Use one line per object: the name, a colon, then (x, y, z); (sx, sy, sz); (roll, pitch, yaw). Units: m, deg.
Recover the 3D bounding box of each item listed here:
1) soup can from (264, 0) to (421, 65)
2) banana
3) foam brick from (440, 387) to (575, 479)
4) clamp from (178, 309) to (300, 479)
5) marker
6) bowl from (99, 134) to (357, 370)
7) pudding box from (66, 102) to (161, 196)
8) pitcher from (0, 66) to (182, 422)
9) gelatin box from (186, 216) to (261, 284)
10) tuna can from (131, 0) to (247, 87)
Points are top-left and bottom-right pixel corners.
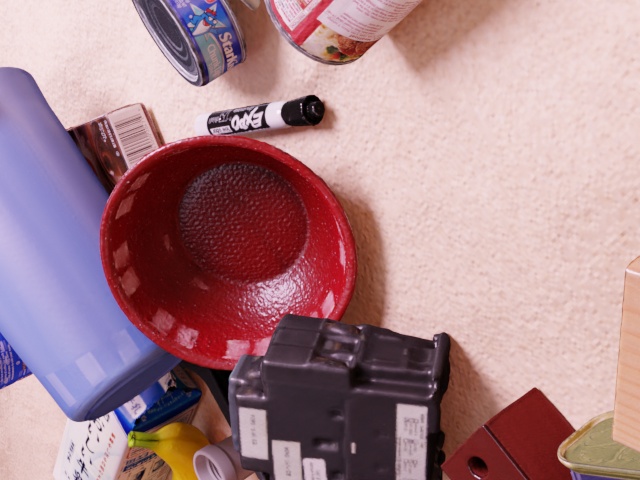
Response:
soup can: (0.025, -0.141, 0.530); (0.102, 0.068, 0.068); (-35, 83, 52)
banana: (-0.121, 0.205, 0.899); (0.198, 0.069, 0.037); (94, 169, -47)
foam brick: (0.116, 0.132, 0.589); (0.078, 0.051, 0.053); (51, 140, 17)
clamp: (-0.083, 0.081, 0.806); (0.210, 0.036, 0.165); (32, 131, 38)
marker: (-0.040, -0.078, 0.681); (0.121, 0.020, 0.020); (-1, 109, 50)
bowl: (-0.054, 0.001, 0.677); (0.162, 0.055, 0.162); (3, 115, 7)
pudding box: (-0.148, -0.041, 0.812); (0.090, 0.039, 0.113); (-9, 103, 52)
pitcher: (-0.200, 0.009, 0.778); (0.145, 0.149, 0.243); (-41, 81, 25)
gelatin box: (-0.086, -0.013, 0.737); (0.073, 0.030, 0.089); (-23, 93, 22)
tuna can: (-0.084, -0.138, 0.660); (0.086, 0.033, 0.086); (50, 166, 17)
